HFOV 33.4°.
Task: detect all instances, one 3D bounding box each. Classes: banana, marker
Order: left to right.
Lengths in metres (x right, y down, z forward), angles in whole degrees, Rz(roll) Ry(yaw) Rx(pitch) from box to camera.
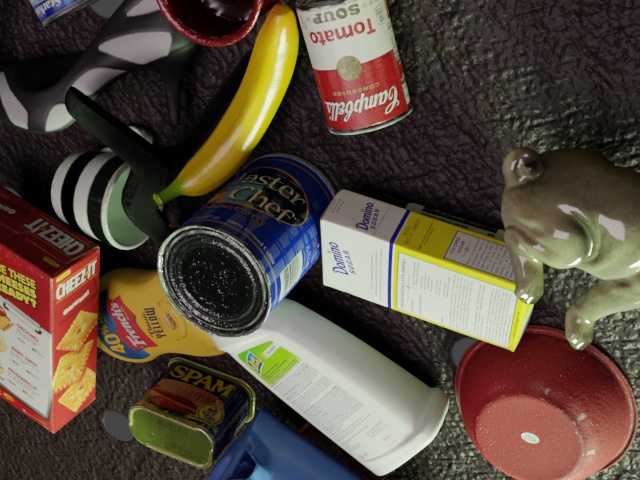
[{"bbox_3d":[-0.062,-0.102,0.849,0.037,0.069,0.198,39,116,10],"label":"banana"},{"bbox_3d":[0.100,-0.014,0.874,0.121,0.020,0.020,18,125,17],"label":"marker"}]

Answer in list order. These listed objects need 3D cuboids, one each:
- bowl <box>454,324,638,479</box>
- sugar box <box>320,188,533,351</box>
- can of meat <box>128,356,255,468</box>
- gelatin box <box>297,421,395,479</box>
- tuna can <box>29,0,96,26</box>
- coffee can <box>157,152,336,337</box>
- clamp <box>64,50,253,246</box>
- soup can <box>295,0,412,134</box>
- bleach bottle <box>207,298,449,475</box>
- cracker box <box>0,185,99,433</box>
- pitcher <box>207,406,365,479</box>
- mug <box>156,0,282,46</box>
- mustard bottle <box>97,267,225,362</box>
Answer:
[{"bbox_3d":[0.183,0.153,0.907,0.162,0.055,0.162,13,123,20],"label":"bowl"},{"bbox_3d":[0.088,0.024,0.874,0.176,0.048,0.093,22,145,18],"label":"sugar box"},{"bbox_3d":[-0.129,0.172,1.065,0.102,0.083,0.057,18,125,18],"label":"can of meat"},{"bbox_3d":[0.022,0.206,1.039,0.089,0.030,0.073,42,129,0],"label":"gelatin box"},{"bbox_3d":[-0.197,-0.210,0.874,0.086,0.086,0.034,-18,107,34],"label":"tuna can"},{"bbox_3d":[-0.056,0.001,0.889,0.103,0.140,0.103,13,123,21],"label":"coffee can"},{"bbox_3d":[-0.136,-0.065,0.912,0.210,0.164,0.036,102,150,-42],"label":"clamp"},{"bbox_3d":[0.026,-0.140,0.809,0.069,0.068,0.102,-3,116,29],"label":"soup can"},{"bbox_3d":[-0.012,0.103,0.956,0.251,0.068,0.103,38,131,-6],"label":"bleach bottle"},{"bbox_3d":[-0.295,0.061,1.031,0.164,0.072,0.214,29,132,20],"label":"cracker box"},{"bbox_3d":[0.005,0.274,1.001,0.243,0.149,0.145,33,114,0],"label":"pitcher"},{"bbox_3d":[-0.075,-0.214,0.808,0.093,0.081,0.117,-26,104,36],"label":"mug"},{"bbox_3d":[-0.175,0.072,1.047,0.192,0.058,0.096,-9,112,32],"label":"mustard bottle"}]
